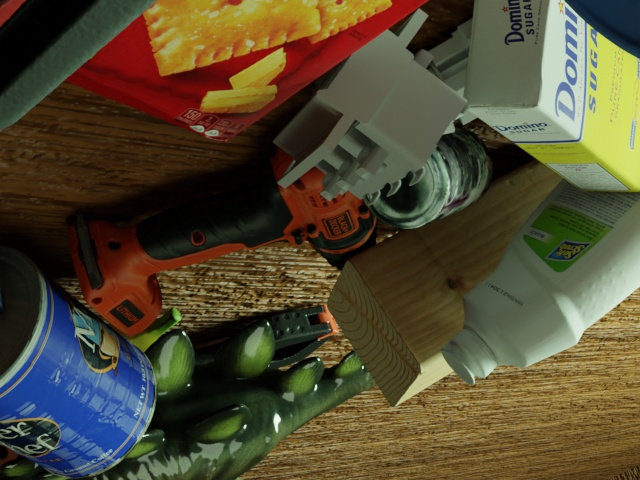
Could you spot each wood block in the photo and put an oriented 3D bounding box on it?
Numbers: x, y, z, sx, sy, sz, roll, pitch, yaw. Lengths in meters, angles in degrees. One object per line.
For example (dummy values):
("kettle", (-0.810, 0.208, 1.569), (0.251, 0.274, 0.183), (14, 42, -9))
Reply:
("wood block", (0.119, 0.019, 0.753), (0.205, 0.091, 0.090), (-27, 163, -20))

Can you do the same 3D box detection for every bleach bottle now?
("bleach bottle", (0.172, -0.004, 0.677), (0.250, 0.103, 0.068), (-40, 118, -12))

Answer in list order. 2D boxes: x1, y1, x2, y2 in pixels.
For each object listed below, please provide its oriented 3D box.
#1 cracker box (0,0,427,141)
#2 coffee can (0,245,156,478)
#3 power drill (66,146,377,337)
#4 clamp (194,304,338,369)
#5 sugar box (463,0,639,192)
("cracker box", (-0.017, -0.133, 0.402), (0.214, 0.072, 0.164), (-31, 154, 24))
("coffee can", (-0.182, 0.080, 0.674), (0.103, 0.103, 0.140), (-23, 145, 10))
("power drill", (-0.055, 0.001, 0.692), (0.187, 0.057, 0.184), (-22, 157, 1))
("clamp", (-0.070, 0.098, 0.915), (0.172, 0.039, 0.120), (-31, 159, 18))
("sugar box", (0.136, -0.090, 0.580), (0.048, 0.093, 0.176), (3, 171, 31))
